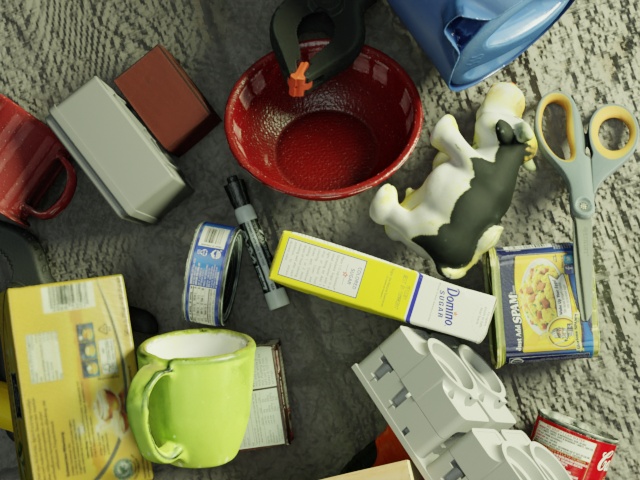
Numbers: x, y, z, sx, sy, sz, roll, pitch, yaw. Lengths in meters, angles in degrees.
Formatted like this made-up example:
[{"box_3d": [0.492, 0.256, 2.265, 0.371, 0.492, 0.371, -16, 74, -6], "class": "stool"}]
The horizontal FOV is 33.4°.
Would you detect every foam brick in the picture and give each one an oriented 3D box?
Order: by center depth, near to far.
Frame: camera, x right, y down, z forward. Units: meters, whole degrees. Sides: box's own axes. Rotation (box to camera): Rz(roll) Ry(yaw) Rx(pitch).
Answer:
[{"box_3d": [-0.130, -0.119, 0.915, 0.051, 0.053, 0.078, -37, 86, 3], "class": "foam brick"}]

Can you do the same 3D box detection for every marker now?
[{"box_3d": [-0.056, 0.001, 0.922, 0.020, 0.020, 0.121, -21, 87, 4], "class": "marker"}]

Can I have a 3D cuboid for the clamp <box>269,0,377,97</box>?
[{"box_3d": [0.015, -0.194, 0.891, 0.120, 0.039, 0.171, 6, 67, 7], "class": "clamp"}]

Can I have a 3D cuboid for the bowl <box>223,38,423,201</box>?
[{"box_3d": [0.003, -0.089, 0.883, 0.162, 0.055, 0.162, -2, 60, 3], "class": "bowl"}]

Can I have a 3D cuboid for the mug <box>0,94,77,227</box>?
[{"box_3d": [-0.255, -0.064, 0.904, 0.117, 0.093, 0.081, 34, 87, 22], "class": "mug"}]

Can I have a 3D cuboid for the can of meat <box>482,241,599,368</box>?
[{"box_3d": [0.181, 0.051, 0.882, 0.084, 0.057, 0.102, -5, 89, 3], "class": "can of meat"}]

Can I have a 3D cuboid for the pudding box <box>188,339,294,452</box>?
[{"box_3d": [-0.084, 0.137, 0.912, 0.113, 0.039, 0.090, -8, 88, 7], "class": "pudding box"}]

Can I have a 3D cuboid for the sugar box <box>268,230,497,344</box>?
[{"box_3d": [0.047, 0.038, 0.867, 0.176, 0.093, 0.048, 19, 89, 0], "class": "sugar box"}]

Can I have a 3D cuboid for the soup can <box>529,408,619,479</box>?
[{"box_3d": [0.193, 0.197, 0.870, 0.068, 0.068, 0.102, 20, 91, 5], "class": "soup can"}]

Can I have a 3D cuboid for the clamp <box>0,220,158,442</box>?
[{"box_3d": [-0.253, 0.050, 0.930, 0.164, 0.036, 0.210, -33, 90, 2], "class": "clamp"}]

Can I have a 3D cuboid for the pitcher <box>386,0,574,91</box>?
[{"box_3d": [0.090, -0.250, 0.848, 0.145, 0.149, 0.243, -35, 78, -6], "class": "pitcher"}]

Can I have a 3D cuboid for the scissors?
[{"box_3d": [0.230, -0.035, 0.869, 0.096, 0.016, 0.202, -10, 68, -6], "class": "scissors"}]

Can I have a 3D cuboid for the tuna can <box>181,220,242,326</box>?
[{"box_3d": [-0.090, 0.028, 0.891, 0.034, 0.086, 0.086, 10, 89, 3], "class": "tuna can"}]
